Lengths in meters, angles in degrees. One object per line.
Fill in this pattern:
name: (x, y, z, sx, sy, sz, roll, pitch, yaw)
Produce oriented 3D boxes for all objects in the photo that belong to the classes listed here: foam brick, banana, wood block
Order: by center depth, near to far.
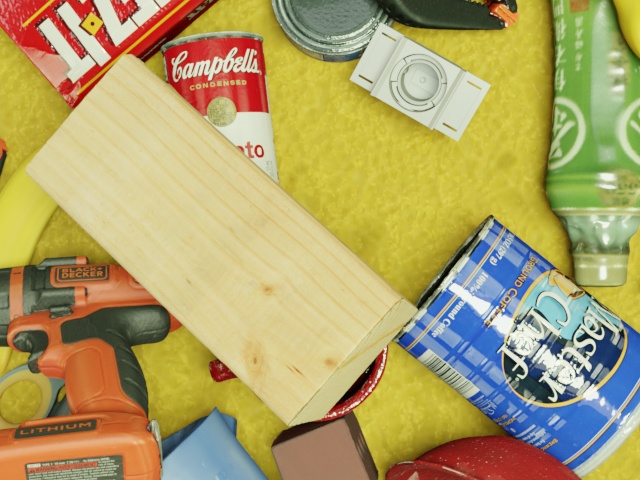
wood block: (-0.054, 0.000, 0.607, 0.206, 0.090, 0.090, 42, 92, 13)
foam brick: (0.004, 0.142, 0.686, 0.051, 0.078, 0.053, -22, 88, 3)
banana: (-0.192, -0.005, 0.720, 0.069, 0.037, 0.198, 35, 91, 3)

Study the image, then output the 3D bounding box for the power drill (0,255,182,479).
power drill: (-0.166, 0.077, 0.629, 0.184, 0.188, 0.057, -5, 125, -8)

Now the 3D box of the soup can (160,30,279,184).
soup can: (-0.065, -0.079, 0.700, 0.068, 0.068, 0.102, -7, 89, 3)

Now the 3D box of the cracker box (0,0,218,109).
cracker box: (-0.161, -0.216, 0.676, 0.164, 0.072, 0.213, -37, 98, 12)

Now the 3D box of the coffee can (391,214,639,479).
coffee can: (0.130, 0.067, 0.669, 0.140, 0.103, 0.103, 39, 91, 3)

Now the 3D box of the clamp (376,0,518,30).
clamp: (0.051, -0.208, 0.666, 0.209, 0.036, 0.164, 27, 90, -27)

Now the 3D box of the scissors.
scissors: (-0.165, 0.066, 0.727, 0.096, 0.016, 0.202, 16, 89, 3)

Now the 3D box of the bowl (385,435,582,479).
bowl: (0.121, 0.171, 0.658, 0.162, 0.162, 0.055, 39, 63, 3)

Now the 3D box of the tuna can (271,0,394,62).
tuna can: (0.011, -0.163, 0.715, 0.086, 0.034, 0.086, 0, 89, 3)
